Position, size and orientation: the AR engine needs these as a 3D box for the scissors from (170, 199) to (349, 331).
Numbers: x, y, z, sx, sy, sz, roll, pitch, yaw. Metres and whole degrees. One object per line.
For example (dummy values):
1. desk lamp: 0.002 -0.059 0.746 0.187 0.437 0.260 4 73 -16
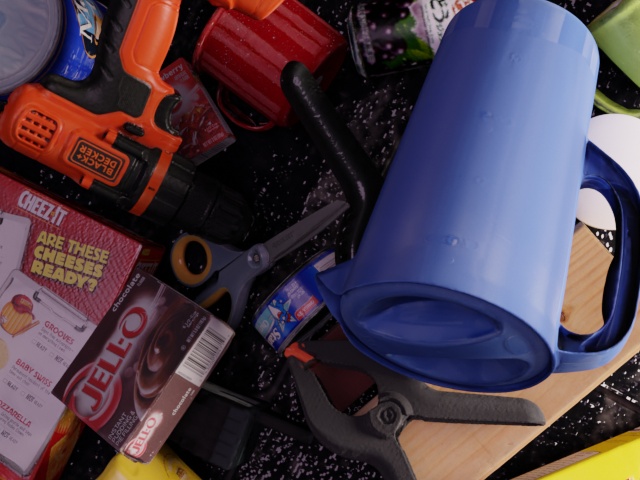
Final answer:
1. scissors: -0.055 0.001 0.772 0.202 0.016 0.096 -50 61 38

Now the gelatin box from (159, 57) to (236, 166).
1. gelatin box: -0.122 -0.086 0.828 0.089 0.030 0.073 -32 83 8

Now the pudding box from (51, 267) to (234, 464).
1. pudding box: -0.125 0.087 0.753 0.090 0.039 0.113 28 78 39

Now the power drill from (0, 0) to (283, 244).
1. power drill: -0.095 -0.105 0.711 0.184 0.057 0.188 26 99 -19

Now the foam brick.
1. foam brick: 0.025 0.084 0.785 0.078 0.053 0.051 -42 82 6

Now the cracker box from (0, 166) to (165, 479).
1. cracker box: -0.240 0.066 0.825 0.164 0.072 0.214 26 92 9

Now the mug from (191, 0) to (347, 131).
1. mug: -0.039 -0.129 0.790 0.081 0.093 0.117 38 128 7

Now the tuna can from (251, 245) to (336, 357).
1. tuna can: -0.009 0.044 0.776 0.086 0.086 0.034 -44 80 6

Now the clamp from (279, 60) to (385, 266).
1. clamp: 0.060 -0.026 0.751 0.164 0.036 0.210 -8 87 -29

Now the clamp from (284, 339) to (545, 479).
1. clamp: 0.056 0.112 0.695 0.171 0.039 0.120 43 78 15

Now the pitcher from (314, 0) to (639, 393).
1. pitcher: 0.114 -0.033 0.677 0.149 0.145 0.242 36 58 -28

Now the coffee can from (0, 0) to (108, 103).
1. coffee can: -0.213 -0.148 0.790 0.103 0.140 0.103 0 88 10

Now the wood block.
1. wood block: 0.131 0.090 0.748 0.206 0.090 0.091 -41 81 7
